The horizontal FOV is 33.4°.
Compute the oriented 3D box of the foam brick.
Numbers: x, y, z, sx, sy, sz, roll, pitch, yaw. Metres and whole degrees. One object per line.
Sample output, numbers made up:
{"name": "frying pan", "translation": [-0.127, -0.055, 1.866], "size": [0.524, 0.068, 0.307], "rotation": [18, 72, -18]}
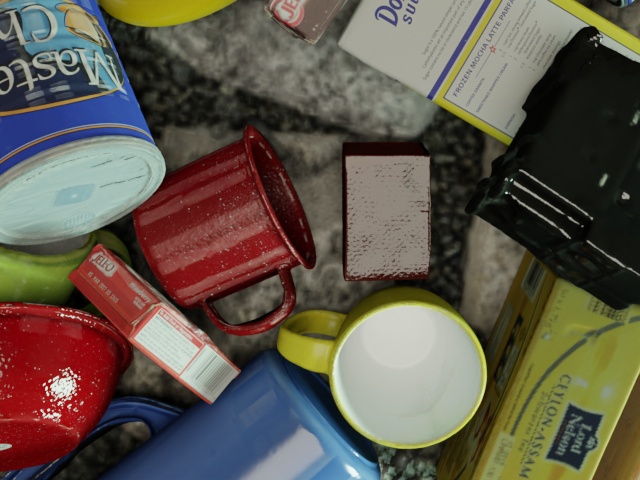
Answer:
{"name": "foam brick", "translation": [0.039, -0.019, 0.651], "size": [0.053, 0.051, 0.078], "rotation": [0, 102, 0]}

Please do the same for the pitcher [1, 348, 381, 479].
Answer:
{"name": "pitcher", "translation": [-0.091, 0.173, 0.663], "size": [0.243, 0.145, 0.149], "rotation": [-41, 112, 5]}

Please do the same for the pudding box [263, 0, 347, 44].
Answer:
{"name": "pudding box", "translation": [0.012, -0.166, 0.601], "size": [0.039, 0.090, 0.113], "rotation": [36, 99, -10]}

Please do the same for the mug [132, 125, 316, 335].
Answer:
{"name": "mug", "translation": [-0.054, 0.001, 0.633], "size": [0.081, 0.093, 0.117], "rotation": [-24, 76, 10]}

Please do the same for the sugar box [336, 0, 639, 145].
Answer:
{"name": "sugar box", "translation": [0.107, -0.112, 0.634], "size": [0.176, 0.048, 0.093], "rotation": [31, 100, -3]}

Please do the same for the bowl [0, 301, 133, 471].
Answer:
{"name": "bowl", "translation": [-0.189, 0.095, 0.624], "size": [0.162, 0.162, 0.055], "rotation": [-12, 62, 3]}

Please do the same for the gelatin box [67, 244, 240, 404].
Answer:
{"name": "gelatin box", "translation": [-0.095, 0.048, 0.618], "size": [0.030, 0.073, 0.089], "rotation": [-48, 137, -7]}

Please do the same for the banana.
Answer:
{"name": "banana", "translation": [-0.061, -0.166, 0.600], "size": [0.198, 0.037, 0.069], "rotation": [-18, 121, 30]}

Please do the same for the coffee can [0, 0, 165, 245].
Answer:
{"name": "coffee can", "translation": [-0.158, -0.083, 0.587], "size": [0.103, 0.102, 0.140], "rotation": [-26, 73, 6]}
